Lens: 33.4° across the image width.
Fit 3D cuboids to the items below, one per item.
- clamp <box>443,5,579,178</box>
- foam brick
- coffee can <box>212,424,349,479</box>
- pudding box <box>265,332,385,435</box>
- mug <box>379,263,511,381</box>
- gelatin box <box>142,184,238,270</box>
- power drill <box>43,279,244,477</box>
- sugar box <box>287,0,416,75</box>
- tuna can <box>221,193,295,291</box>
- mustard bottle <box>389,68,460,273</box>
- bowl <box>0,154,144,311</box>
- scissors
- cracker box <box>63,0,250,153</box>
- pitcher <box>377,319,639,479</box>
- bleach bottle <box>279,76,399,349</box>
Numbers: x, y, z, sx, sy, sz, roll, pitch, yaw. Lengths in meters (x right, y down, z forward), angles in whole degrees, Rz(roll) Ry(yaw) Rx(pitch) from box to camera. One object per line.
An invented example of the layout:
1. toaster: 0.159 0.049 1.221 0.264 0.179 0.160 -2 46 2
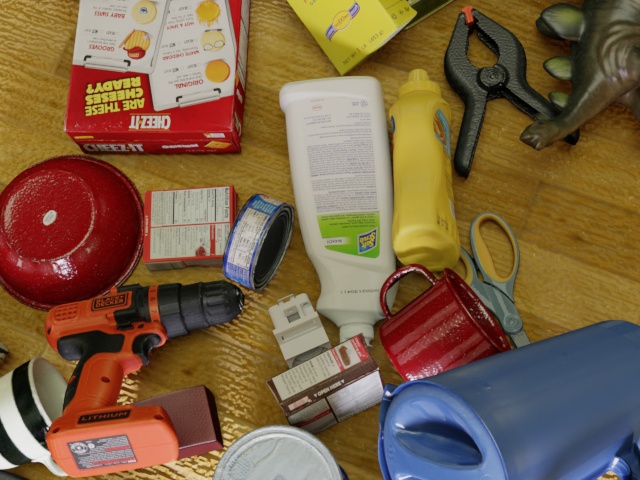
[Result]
1. clamp: 0.158 -0.142 1.022 0.120 0.039 0.171 -23 69 -7
2. foam brick: -0.130 0.165 0.948 0.078 0.051 0.053 -14 71 1
3. coffee can: -0.027 0.212 0.876 0.103 0.140 0.103 -2 73 5
4. pudding box: 0.009 0.128 0.914 0.090 0.113 0.039 -27 69 -4
5. mug: 0.098 0.075 0.923 0.081 0.093 0.117 -38 92 14
6. gelatin box: -0.122 -0.012 1.014 0.089 0.030 0.073 -4 71 4
7. power drill: -0.156 0.110 0.923 0.184 0.057 0.187 -11 36 5
8. sugar box: 0.004 -0.255 1.014 0.176 0.094 0.048 52 47 -3
9. tuna can: -0.056 0.001 0.974 0.034 0.086 0.086 21 76 13
10. mustard bottle: 0.093 -0.073 0.973 0.058 0.096 0.191 -7 62 15
11. bowl: -0.250 -0.016 1.015 0.162 0.055 0.162 -2 73 5
12. scissors: 0.152 0.071 0.967 0.096 0.016 0.202 -9 72 5
13. cracker box: -0.154 -0.194 1.052 0.164 0.072 0.213 0 74 6
14. pitcher: 0.179 0.148 0.830 0.242 0.145 0.149 -15 86 -37
15. bleach bottle: 0.018 -0.024 0.987 0.102 0.068 0.251 -5 75 6
